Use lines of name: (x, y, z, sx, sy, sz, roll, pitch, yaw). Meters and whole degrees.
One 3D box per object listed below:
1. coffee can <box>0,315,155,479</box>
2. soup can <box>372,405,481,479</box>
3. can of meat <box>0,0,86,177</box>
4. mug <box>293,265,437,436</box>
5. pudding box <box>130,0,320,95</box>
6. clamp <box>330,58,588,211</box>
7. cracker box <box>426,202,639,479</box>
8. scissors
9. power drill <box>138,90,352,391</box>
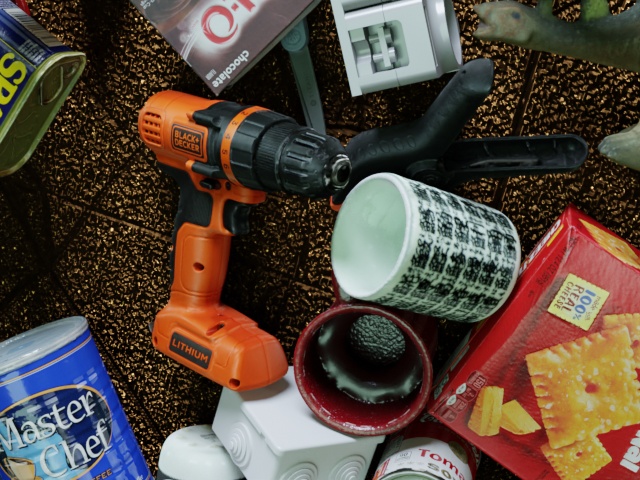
coffee can: (-0.197, 0.141, 0.798, 0.103, 0.102, 0.140, -18, 100, 18)
soup can: (0.072, 0.166, 0.737, 0.068, 0.102, 0.068, 4, 106, 13)
can of meat: (-0.217, -0.106, 0.699, 0.084, 0.057, 0.102, 39, 110, 5)
mug: (0.032, 0.064, 0.730, 0.093, 0.081, 0.117, -16, 101, 18)
pudding box: (-0.055, -0.165, 0.693, 0.114, 0.039, 0.090, -42, 92, 22)
clamp: (0.082, -0.053, 0.688, 0.120, 0.039, 0.172, 29, 146, -30)
cracker box: (0.202, 0.104, 0.704, 0.213, 0.072, 0.164, 35, 111, 2)
scissors: (-0.036, -0.147, 0.724, 0.096, 0.016, 0.202, 6, 106, 14)
power drill: (-0.055, 0.001, 0.715, 0.185, 0.057, 0.188, 21, 114, 43)
